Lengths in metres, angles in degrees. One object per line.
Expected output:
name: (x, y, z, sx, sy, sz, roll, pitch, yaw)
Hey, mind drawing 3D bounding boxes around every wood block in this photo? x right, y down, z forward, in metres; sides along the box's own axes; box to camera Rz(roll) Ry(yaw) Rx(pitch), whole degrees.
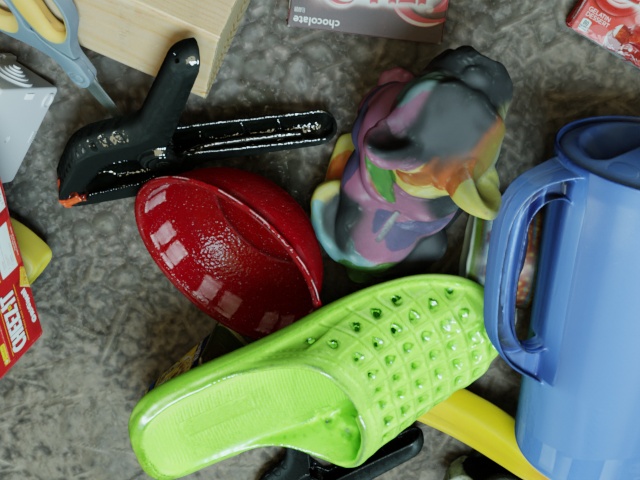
wood block: (-0.152, -0.190, 0.717, 0.206, 0.090, 0.090, 23, 68, -4)

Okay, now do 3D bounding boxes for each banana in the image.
banana: (0.092, 0.134, 0.815, 0.198, 0.069, 0.037, 20, 121, 11)

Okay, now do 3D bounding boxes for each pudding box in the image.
pudding box: (0.037, -0.190, 0.748, 0.113, 0.039, 0.090, 7, 107, 1)

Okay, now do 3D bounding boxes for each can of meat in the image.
can of meat: (-0.094, 0.120, 0.812, 0.084, 0.102, 0.057, -41, 100, 15)

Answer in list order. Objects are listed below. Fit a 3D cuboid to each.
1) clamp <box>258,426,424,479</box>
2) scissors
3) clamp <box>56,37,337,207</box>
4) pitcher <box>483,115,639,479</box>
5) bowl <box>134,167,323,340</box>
clamp: (0.006, 0.194, 0.860, 0.120, 0.039, 0.172, 20, 112, 2)
scissors: (-0.184, -0.126, 0.738, 0.096, 0.202, 0.016, 17, 65, 18)
clamp: (-0.114, -0.073, 0.746, 0.210, 0.164, 0.036, -18, 67, 23)
pitcher: (0.192, 0.048, 0.712, 0.149, 0.144, 0.243, 17, 119, 20)
bowl: (-0.055, 0.001, 0.775, 0.162, 0.055, 0.162, 25, 145, 19)
